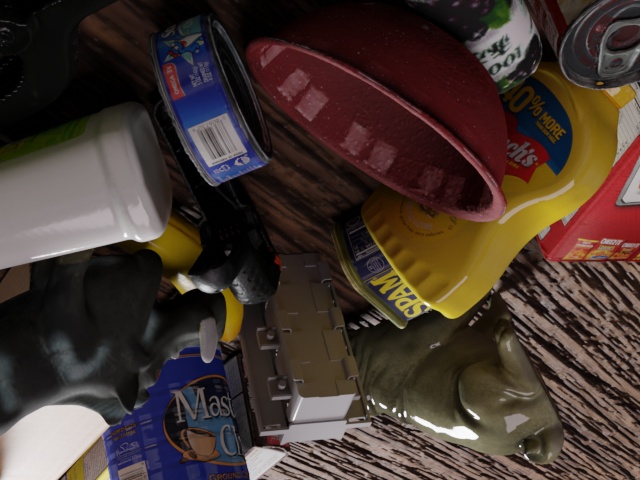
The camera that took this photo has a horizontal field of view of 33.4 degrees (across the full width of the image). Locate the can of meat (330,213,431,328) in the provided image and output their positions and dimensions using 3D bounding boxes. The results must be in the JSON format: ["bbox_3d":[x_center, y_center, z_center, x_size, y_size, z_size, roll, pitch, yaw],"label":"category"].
[{"bbox_3d":[0.069,0.008,0.745,0.084,0.057,0.102,-28,143,16],"label":"can of meat"}]

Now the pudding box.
[{"bbox_3d":[-0.075,0.157,0.877,0.039,0.090,0.114,13,137,-34],"label":"pudding box"}]

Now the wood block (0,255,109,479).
[{"bbox_3d":[-0.204,0.102,0.751,0.090,0.091,0.206,13,137,-35],"label":"wood block"}]

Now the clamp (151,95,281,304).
[{"bbox_3d":[-0.054,0.001,0.640,0.039,0.120,0.171,-14,150,11],"label":"clamp"}]

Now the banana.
[{"bbox_3d":[-0.107,0.008,0.687,0.070,0.037,0.197,-28,135,33],"label":"banana"}]

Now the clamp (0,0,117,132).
[{"bbox_3d":[-0.158,-0.115,0.501,0.164,0.036,0.210,15,139,-38],"label":"clamp"}]

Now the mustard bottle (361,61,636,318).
[{"bbox_3d":[0.117,-0.048,0.637,0.192,0.096,0.058,-44,139,14],"label":"mustard bottle"}]

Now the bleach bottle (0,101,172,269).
[{"bbox_3d":[-0.210,-0.008,0.577,0.251,0.102,0.068,-16,107,2],"label":"bleach bottle"}]

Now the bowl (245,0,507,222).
[{"bbox_3d":[0.041,-0.077,0.566,0.055,0.162,0.162,-57,142,-8],"label":"bowl"}]

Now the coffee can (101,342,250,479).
[{"bbox_3d":[-0.109,0.155,0.797,0.102,0.140,0.103,-14,162,-5],"label":"coffee can"}]

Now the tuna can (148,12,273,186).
[{"bbox_3d":[-0.056,-0.074,0.555,0.034,0.086,0.086,-21,145,7],"label":"tuna can"}]
